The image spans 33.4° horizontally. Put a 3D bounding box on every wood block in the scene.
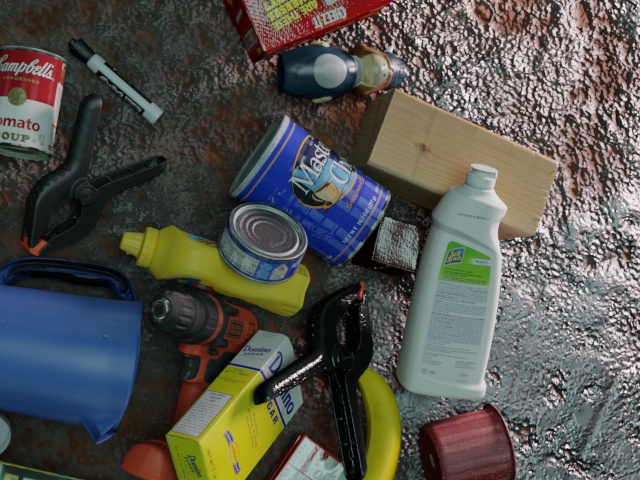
[{"bbox_3d":[0.145,-0.081,1.187,0.206,0.090,0.091,23,81,-13],"label":"wood block"}]

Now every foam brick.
[{"bbox_3d":[0.073,0.006,1.166,0.053,0.078,0.051,16,82,-12],"label":"foam brick"}]

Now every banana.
[{"bbox_3d":[0.052,0.221,1.145,0.069,0.037,0.198,3,63,-2],"label":"banana"}]

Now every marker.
[{"bbox_3d":[-0.218,-0.170,1.128,0.121,0.020,0.020,42,76,-9],"label":"marker"}]

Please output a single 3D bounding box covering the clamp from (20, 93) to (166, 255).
[{"bbox_3d":[-0.236,-0.053,1.095,0.120,0.039,0.171,34,90,-36],"label":"clamp"}]

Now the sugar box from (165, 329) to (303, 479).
[{"bbox_3d":[-0.080,0.176,1.063,0.176,0.048,0.093,-46,136,-45],"label":"sugar box"}]

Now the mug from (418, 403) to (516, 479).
[{"bbox_3d":[0.158,0.242,1.172,0.081,0.093,0.117,-11,125,-12],"label":"mug"}]

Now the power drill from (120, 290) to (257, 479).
[{"bbox_3d":[-0.135,0.144,1.057,0.057,0.184,0.187,17,87,25],"label":"power drill"}]

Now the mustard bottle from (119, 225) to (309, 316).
[{"bbox_3d":[-0.112,0.026,1.101,0.191,0.096,0.058,17,88,-14],"label":"mustard bottle"}]

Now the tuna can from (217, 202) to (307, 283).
[{"bbox_3d":[-0.057,0.001,1.064,0.086,0.034,0.086,16,39,-14],"label":"tuna can"}]

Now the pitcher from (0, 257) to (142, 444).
[{"bbox_3d":[-0.297,0.095,1.036,0.242,0.149,0.145,12,101,-12],"label":"pitcher"}]

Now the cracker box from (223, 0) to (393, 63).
[{"bbox_3d":[-0.040,-0.324,1.164,0.164,0.072,0.214,-24,93,-16],"label":"cracker box"}]

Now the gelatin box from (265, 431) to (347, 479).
[{"bbox_3d":[-0.008,0.260,1.146,0.089,0.030,0.073,37,78,-11],"label":"gelatin box"}]

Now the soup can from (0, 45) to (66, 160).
[{"bbox_3d":[-0.298,-0.137,1.078,0.068,0.069,0.102,9,84,-15],"label":"soup can"}]

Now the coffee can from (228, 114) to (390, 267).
[{"bbox_3d":[-0.012,-0.051,1.133,0.140,0.103,0.102,35,77,-11],"label":"coffee can"}]

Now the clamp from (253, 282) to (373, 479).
[{"bbox_3d":[0.006,0.125,1.109,0.164,0.036,0.210,39,48,-35],"label":"clamp"}]

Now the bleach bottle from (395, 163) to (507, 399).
[{"bbox_3d":[0.153,0.043,1.142,0.102,0.068,0.251,7,108,-13],"label":"bleach bottle"}]
